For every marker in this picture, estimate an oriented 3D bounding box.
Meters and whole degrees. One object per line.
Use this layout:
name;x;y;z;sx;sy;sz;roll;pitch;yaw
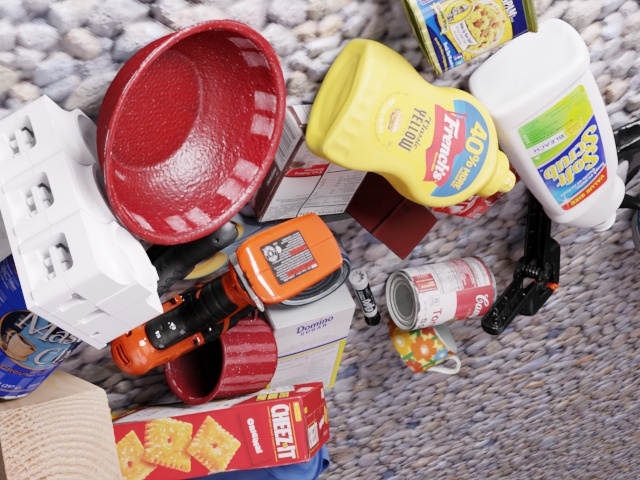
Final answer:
marker;0.050;0.064;1.162;0.020;0.020;0.121;-25;151;-1

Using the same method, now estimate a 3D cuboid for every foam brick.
foam brick;0.063;-0.027;0.982;0.053;0.051;0.078;-48;148;3

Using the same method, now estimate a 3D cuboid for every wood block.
wood block;-0.246;0.170;0.929;0.090;0.091;0.206;-11;-177;-25

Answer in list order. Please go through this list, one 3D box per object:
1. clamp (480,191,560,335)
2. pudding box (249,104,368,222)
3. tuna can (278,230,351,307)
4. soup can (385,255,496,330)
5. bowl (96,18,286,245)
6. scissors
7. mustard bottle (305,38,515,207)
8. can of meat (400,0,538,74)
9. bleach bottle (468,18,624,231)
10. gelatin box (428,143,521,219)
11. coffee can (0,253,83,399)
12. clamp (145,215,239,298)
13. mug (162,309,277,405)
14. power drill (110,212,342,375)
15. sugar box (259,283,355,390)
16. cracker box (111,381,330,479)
clamp;0.239;0.026;1.191;0.209;0.036;0.164;9;101;-66
pudding box;-0.003;-0.065;0.894;0.089;0.039;0.114;-8;148;-31
tuna can;-0.014;0.028;1.040;0.086;0.034;0.086;-19;150;-11
soup can;0.131;0.057;1.164;0.102;0.068;0.069;-9;147;-26
bowl;-0.099;-0.081;0.738;0.161;0.055;0.162;-31;135;-36
scissors;-0.056;0.001;0.980;0.201;0.016;0.096;1;138;-38
mustard bottle;0.085;-0.079;0.850;0.191;0.058;0.096;23;91;-33
can of meat;0.106;-0.176;0.779;0.084;0.057;0.102;-26;150;6
bleach bottle;0.225;-0.084;0.961;0.103;0.068;0.250;-34;139;11
gelatin box;0.152;-0.059;1.029;0.073;0.030;0.089;9;136;-45
coffee can;-0.222;0.044;0.836;0.140;0.103;0.102;-42;147;27
clamp;-0.115;0.012;0.852;0.172;0.039;0.120;-44;-171;15
mug;-0.094;0.103;1.060;0.081;0.093;0.117;3;104;-48
power drill;-0.069;0.044;0.918;0.188;0.057;0.184;-33;177;41
sugar box;-0.022;0.113;1.162;0.093;0.048;0.176;-14;145;-19
cracker box;-0.106;0.199;1.092;0.214;0.072;0.164;-9;177;7
